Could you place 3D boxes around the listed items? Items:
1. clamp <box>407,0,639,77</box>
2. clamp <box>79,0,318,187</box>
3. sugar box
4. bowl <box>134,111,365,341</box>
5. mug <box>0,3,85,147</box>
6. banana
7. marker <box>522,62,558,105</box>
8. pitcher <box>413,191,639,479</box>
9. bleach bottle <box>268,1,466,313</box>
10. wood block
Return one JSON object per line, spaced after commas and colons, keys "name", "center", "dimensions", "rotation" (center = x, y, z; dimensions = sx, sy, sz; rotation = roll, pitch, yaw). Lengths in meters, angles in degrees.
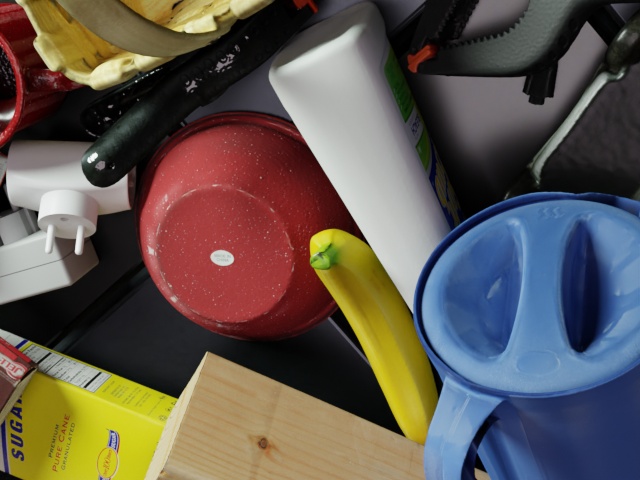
{"name": "clamp", "center": [0.134, -0.146, 0.577], "dimensions": [0.210, 0.036, 0.164], "rotation": [-43, 69, 34]}
{"name": "clamp", "center": [-0.082, -0.101, 0.651], "dimensions": [0.171, 0.120, 0.039], "rotation": [-37, 120, -6]}
{"name": "sugar box", "center": [-0.188, 0.133, 0.774], "dimensions": [0.176, 0.048, 0.093], "rotation": [18, 111, 6]}
{"name": "bowl", "center": [-0.055, 0.001, 0.692], "dimensions": [0.162, 0.055, 0.162], "rotation": [4, 109, 13]}
{"name": "mug", "center": [-0.200, -0.106, 0.677], "dimensions": [0.117, 0.081, 0.093], "rotation": [0, 108, 14]}
{"name": "banana", "center": [0.034, 0.056, 0.675], "dimensions": [0.037, 0.069, 0.197], "rotation": [-11, 131, 25]}
{"name": "marker", "center": [0.137, -0.138, 0.618], "dimensions": [0.020, 0.020, 0.121], "rotation": [11, 110, 10]}
{"name": "pitcher", "center": [0.138, 0.106, 0.592], "dimensions": [0.149, 0.145, 0.242], "rotation": [-18, 132, 7]}
{"name": "bleach bottle", "center": [0.058, -0.013, 0.647], "dimensions": [0.068, 0.102, 0.251], "rotation": [-24, 109, 17]}
{"name": "wood block", "center": [-0.003, 0.166, 0.682], "dimensions": [0.206, 0.090, 0.090], "rotation": [25, 135, -8]}
